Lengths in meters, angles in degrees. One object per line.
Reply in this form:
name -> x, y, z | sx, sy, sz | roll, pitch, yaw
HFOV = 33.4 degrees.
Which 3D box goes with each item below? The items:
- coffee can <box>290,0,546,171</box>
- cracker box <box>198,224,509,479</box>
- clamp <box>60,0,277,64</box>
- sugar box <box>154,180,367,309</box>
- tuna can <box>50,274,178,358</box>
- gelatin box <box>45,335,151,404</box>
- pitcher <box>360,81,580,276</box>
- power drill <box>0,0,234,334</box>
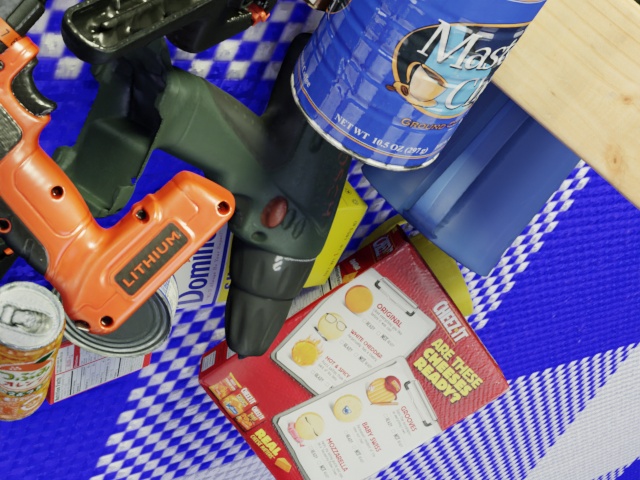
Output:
coffee can -> 0.057, -0.123, 0.597 | 0.102, 0.103, 0.140 | -10, 147, -39
cracker box -> 0.027, 0.113, 0.925 | 0.214, 0.072, 0.164 | -34, 106, 7
clamp -> -0.034, -0.140, 0.503 | 0.164, 0.036, 0.210 | -44, -179, 7
sugar box -> -0.055, 0.001, 0.815 | 0.175, 0.048, 0.093 | -11, 140, -41
tuna can -> -0.143, 0.041, 0.743 | 0.086, 0.033, 0.086 | 3, 130, 3
gelatin box -> -0.171, 0.079, 0.812 | 0.089, 0.030, 0.073 | -19, 146, -30
pitcher -> 0.153, -0.099, 0.818 | 0.144, 0.149, 0.243 | 30, 106, -37
power drill -> -0.133, -0.059, 0.544 | 0.184, 0.057, 0.187 | -45, 106, -1
